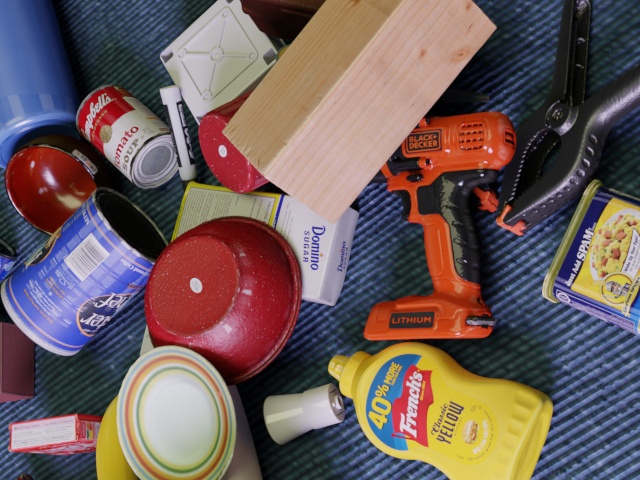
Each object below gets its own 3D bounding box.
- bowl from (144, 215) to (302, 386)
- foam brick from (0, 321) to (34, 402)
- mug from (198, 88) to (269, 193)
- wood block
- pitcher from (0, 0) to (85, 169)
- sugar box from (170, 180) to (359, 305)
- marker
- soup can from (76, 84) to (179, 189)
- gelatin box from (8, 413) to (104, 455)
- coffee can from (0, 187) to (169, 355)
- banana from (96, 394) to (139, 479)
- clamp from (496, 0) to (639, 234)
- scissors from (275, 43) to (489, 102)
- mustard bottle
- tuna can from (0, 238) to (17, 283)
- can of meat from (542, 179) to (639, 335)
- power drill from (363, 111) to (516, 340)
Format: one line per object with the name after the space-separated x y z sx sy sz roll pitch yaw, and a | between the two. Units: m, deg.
-0.100 0.047 0.950 0.162 0.055 0.162 -8 70 23 | bowl
-0.337 0.130 1.126 0.053 0.051 0.078 -12 72 26 | foam brick
-0.050 -0.088 0.978 0.081 0.093 0.117 -30 55 -30 | mug
0.029 -0.130 0.862 0.206 0.090 0.091 -50 41 7 | wood block
-0.349 -0.195 1.181 0.144 0.149 0.243 -15 67 -19 | pitcher
-0.056 0.001 1.004 0.176 0.048 0.093 10 81 28 | sugar box
-0.137 -0.093 1.058 0.020 0.020 0.121 -3 107 29 | marker
-0.196 -0.107 1.099 0.102 0.068 0.068 41 98 31 | soup can
-0.248 0.191 1.045 0.089 0.073 0.030 -13 71 26 | gelatin box
-0.232 0.031 1.062 0.140 0.102 0.103 -43 60 13 | coffee can
-0.175 0.223 1.003 0.069 0.037 0.198 -5 74 -5 | banana
0.211 -0.096 0.857 0.210 0.036 0.165 -64 30 5 | clamp
0.043 -0.148 0.956 0.201 0.016 0.096 -6 50 -2 | scissors
0.087 0.137 0.877 0.192 0.058 0.096 21 93 33 | mustard bottle
-0.374 0.010 1.159 0.086 0.086 0.034 35 93 32 | tuna can
0.234 0.015 0.827 0.084 0.057 0.102 24 89 31 | can of meat
0.075 -0.011 0.890 0.185 0.057 0.187 -4 85 36 | power drill
